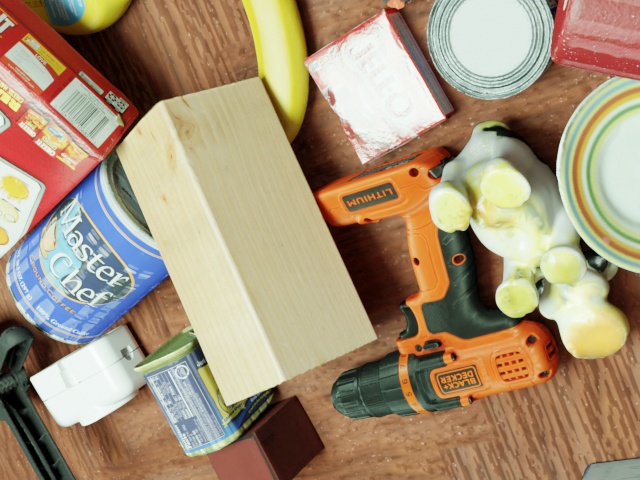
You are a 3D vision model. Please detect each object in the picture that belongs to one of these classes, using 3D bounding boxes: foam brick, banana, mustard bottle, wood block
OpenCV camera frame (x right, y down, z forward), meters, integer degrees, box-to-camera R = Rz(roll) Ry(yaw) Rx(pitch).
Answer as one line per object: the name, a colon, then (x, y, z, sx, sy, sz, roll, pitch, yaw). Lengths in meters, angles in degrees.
foam brick: (-0.044, 0.169, 0.861, 0.051, 0.078, 0.053, -26, 92, 30)
banana: (-0.042, -0.146, 0.783, 0.070, 0.037, 0.198, 2, 107, 22)
mustard bottle: (-0.202, -0.208, 0.825, 0.192, 0.058, 0.096, 3, 110, 24)
wood block: (-0.056, 0.001, 0.765, 0.090, 0.090, 0.206, -32, 81, 54)

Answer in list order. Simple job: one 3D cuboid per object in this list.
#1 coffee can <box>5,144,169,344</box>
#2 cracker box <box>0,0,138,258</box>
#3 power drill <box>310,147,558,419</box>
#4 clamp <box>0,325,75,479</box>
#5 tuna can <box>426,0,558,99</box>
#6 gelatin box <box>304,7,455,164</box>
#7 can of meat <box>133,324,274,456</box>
coffee can: (-0.170, 0.004, 0.852, 0.140, 0.102, 0.103, -39, 88, 29)
cracker box: (-0.261, -0.087, 0.816, 0.164, 0.072, 0.214, 43, 135, -14)
power drill: (0.062, 0.038, 0.784, 0.185, 0.057, 0.187, -18, 100, 29)
clamp: (-0.272, 0.115, 0.916, 0.210, 0.036, 0.164, 30, 133, 47)
tuna can: (0.117, -0.139, 0.713, 0.086, 0.033, 0.086, 8, 109, 23)
gelatin box: (0.042, -0.110, 0.759, 0.073, 0.030, 0.089, -28, 94, 28)
can of meat: (-0.089, 0.112, 0.851, 0.058, 0.102, 0.084, -24, 97, 28)
